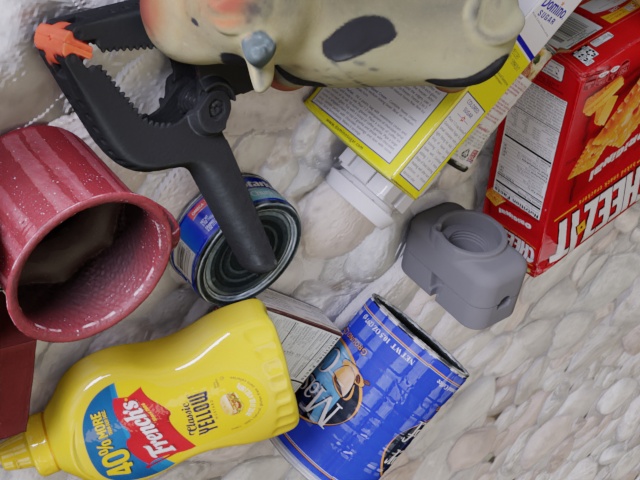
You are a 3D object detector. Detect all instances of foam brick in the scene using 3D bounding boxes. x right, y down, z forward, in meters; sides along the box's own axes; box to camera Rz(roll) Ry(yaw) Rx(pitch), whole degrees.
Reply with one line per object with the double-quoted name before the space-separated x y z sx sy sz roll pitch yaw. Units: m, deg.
"foam brick" -0.198 0.073 0.602 0.051 0.053 0.078 -15 136 -37

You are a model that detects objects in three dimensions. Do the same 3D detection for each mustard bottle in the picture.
"mustard bottle" -0.115 0.110 0.698 0.191 0.058 0.096 -18 122 -9

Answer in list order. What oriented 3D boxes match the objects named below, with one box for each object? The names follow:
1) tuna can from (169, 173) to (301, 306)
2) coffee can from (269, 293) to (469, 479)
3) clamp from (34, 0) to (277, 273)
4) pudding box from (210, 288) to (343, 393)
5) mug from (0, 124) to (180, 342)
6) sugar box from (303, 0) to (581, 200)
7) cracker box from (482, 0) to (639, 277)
"tuna can" -0.055 0.001 0.699 0.086 0.034 0.086 -28 142 -25
"coffee can" 0.037 0.129 0.866 0.140 0.103 0.102 -50 146 5
"clamp" -0.068 -0.066 0.592 0.209 0.036 0.164 8 99 -48
"pudding box" -0.046 0.082 0.788 0.090 0.039 0.113 -52 147 8
"mug" -0.129 -0.009 0.566 0.117 0.082 0.093 -9 131 -42
"sugar box" 0.079 -0.122 0.665 0.176 0.093 0.048 -48 147 3
"cracker box" 0.217 -0.094 0.854 0.164 0.072 0.214 -31 144 -28
